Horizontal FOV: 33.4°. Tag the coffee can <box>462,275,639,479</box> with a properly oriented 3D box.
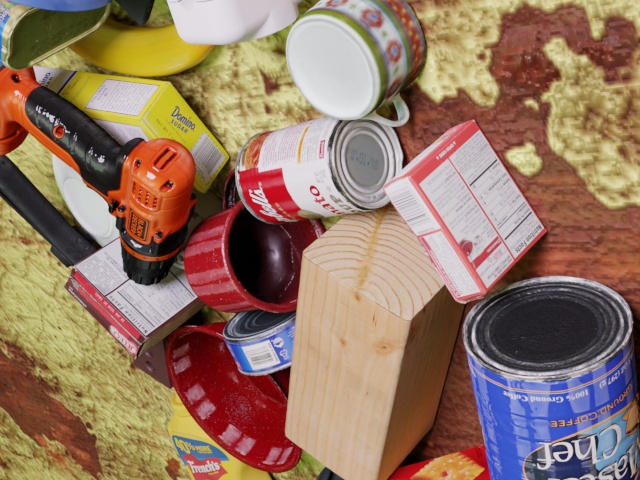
[{"bbox_3d":[0.151,0.109,0.679,0.103,0.102,0.140,13,130,39],"label":"coffee can"}]

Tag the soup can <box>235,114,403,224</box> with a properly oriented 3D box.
[{"bbox_3d":[-0.001,-0.049,0.728,0.102,0.068,0.068,-6,117,49],"label":"soup can"}]

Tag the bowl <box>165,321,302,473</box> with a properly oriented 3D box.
[{"bbox_3d":[-0.064,0.129,0.961,0.162,0.055,0.162,28,138,28],"label":"bowl"}]

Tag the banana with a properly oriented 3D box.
[{"bbox_3d":[-0.150,-0.159,0.814,0.198,0.037,0.069,25,138,30],"label":"banana"}]

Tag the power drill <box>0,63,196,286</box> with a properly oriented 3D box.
[{"bbox_3d":[-0.181,-0.054,0.820,0.187,0.057,0.185,33,148,4],"label":"power drill"}]

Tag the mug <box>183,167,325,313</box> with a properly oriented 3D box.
[{"bbox_3d":[-0.055,0.001,0.823,0.082,0.093,0.117,-15,84,56],"label":"mug"}]

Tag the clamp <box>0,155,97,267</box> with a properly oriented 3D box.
[{"bbox_3d":[-0.242,0.000,1.018,0.210,0.036,0.165,44,169,2],"label":"clamp"}]

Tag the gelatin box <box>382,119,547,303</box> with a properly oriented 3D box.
[{"bbox_3d":[0.090,-0.018,0.657,0.089,0.073,0.030,56,144,-9],"label":"gelatin box"}]

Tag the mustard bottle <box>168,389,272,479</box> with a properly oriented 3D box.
[{"bbox_3d":[-0.103,0.214,1.074,0.096,0.058,0.191,2,122,43],"label":"mustard bottle"}]

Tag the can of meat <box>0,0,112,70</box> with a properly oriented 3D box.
[{"bbox_3d":[-0.205,-0.170,0.729,0.084,0.101,0.057,37,141,15],"label":"can of meat"}]

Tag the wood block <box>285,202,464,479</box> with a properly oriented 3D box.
[{"bbox_3d":[0.039,0.079,0.781,0.090,0.090,0.206,32,140,23],"label":"wood block"}]

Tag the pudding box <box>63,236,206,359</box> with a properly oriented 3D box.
[{"bbox_3d":[-0.149,0.036,0.919,0.090,0.113,0.039,44,138,8],"label":"pudding box"}]

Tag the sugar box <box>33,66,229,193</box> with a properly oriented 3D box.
[{"bbox_3d":[-0.166,-0.092,0.863,0.177,0.048,0.093,16,154,40],"label":"sugar box"}]

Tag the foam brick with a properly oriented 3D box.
[{"bbox_3d":[-0.147,0.092,1.019,0.053,0.051,0.078,26,138,29],"label":"foam brick"}]

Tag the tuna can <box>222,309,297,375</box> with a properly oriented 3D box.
[{"bbox_3d":[-0.034,0.070,0.853,0.086,0.086,0.034,-5,116,48],"label":"tuna can"}]
